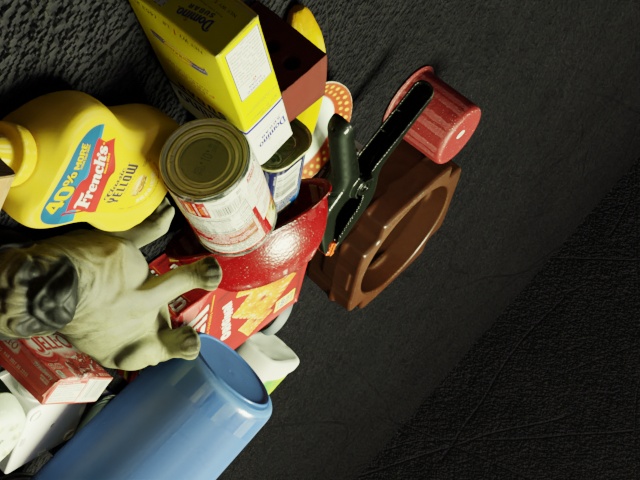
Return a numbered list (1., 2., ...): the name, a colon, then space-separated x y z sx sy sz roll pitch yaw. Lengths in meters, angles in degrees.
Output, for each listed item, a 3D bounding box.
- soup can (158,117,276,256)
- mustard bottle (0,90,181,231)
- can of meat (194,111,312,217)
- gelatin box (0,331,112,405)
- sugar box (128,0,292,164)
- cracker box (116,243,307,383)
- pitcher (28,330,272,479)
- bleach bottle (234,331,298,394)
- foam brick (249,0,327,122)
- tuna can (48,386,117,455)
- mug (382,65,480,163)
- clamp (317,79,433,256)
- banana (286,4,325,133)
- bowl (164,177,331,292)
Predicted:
1. soup can: -0.074 -0.038 0.791 0.068 0.068 0.102 -47 158 -11
2. mustard bottle: -0.170 -0.054 0.725 0.096 0.058 0.191 -57 161 13
3. can of meat: -0.060 -0.075 0.886 0.057 0.102 0.084 -42 162 -27
4. gelatin box: -0.223 0.100 0.879 0.030 0.073 0.089 -52 162 6
5. sugar box: -0.076 -0.124 0.756 0.048 0.093 0.176 -46 162 -13
6. cracker box: -0.102 0.053 1.086 0.213 0.072 0.164 -37 158 -34
7. pitcher: -0.162 0.195 0.974 0.243 0.149 0.144 -46 155 10
8. bleach bottle: -0.136 0.232 1.383 0.251 0.068 0.102 -52 162 12
9. foam brick: -0.040 -0.138 0.844 0.053 0.078 0.051 -43 162 -23
10. tuna can: -0.240 0.176 1.055 0.086 0.034 0.086 -44 161 -20
11. mug: 0.135 -0.141 1.263 0.093 0.081 0.117 -49 162 -7
12. clamp: 0.041 -0.072 1.113 0.164 0.036 0.210 -31 152 -40
13. banana: -0.031 -0.113 0.948 0.069 0.037 0.198 -4 127 -46
14. bowl: -0.056 0.001 0.963 0.162 0.055 0.162 -21 -164 6
